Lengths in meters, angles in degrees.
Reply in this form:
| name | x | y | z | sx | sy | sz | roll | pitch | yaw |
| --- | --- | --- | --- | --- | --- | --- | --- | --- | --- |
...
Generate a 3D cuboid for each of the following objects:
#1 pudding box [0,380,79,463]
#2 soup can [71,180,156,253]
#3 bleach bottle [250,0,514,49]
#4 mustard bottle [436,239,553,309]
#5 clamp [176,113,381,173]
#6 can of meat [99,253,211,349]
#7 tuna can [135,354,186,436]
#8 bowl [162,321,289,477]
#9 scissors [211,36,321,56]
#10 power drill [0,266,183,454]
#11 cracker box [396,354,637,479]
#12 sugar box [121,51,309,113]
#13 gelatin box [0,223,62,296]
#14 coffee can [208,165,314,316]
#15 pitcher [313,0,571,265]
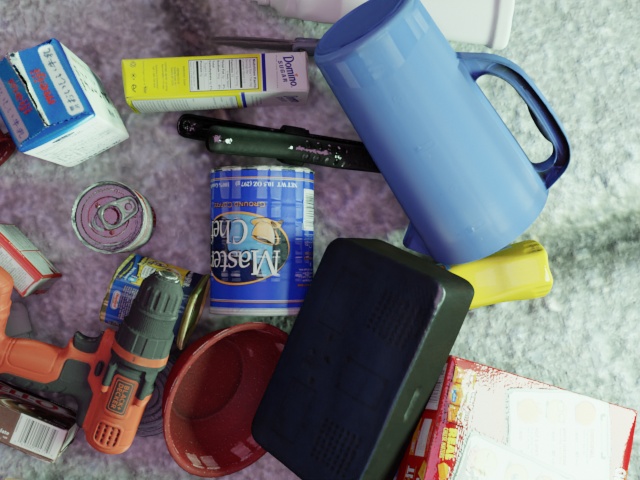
| name | x | y | z | sx | sy | sz | roll | pitch | yaw |
| --- | --- | --- | --- | --- | --- | --- | --- | --- | --- |
| pudding box | -0.294 | 0.170 | 1.034 | 0.113 | 0.090 | 0.039 | 25 | 91 | -3 |
| soup can | -0.198 | -0.021 | 1.034 | 0.068 | 0.102 | 0.068 | 0 | 89 | -2 |
| bleach bottle | 0.056 | -0.236 | 1.047 | 0.251 | 0.102 | 0.068 | 4 | 111 | -2 |
| mustard bottle | 0.124 | 0.047 | 1.047 | 0.191 | 0.096 | 0.058 | -12 | 90 | -2 |
| clamp | -0.036 | -0.095 | 1.045 | 0.209 | 0.165 | 0.036 | 6 | 100 | -25 |
| can of meat | -0.159 | 0.056 | 1.035 | 0.084 | 0.102 | 0.057 | 17 | 106 | 1 |
| tuna can | -0.175 | 0.152 | 1.066 | 0.086 | 0.034 | 0.086 | 0 | 89 | -2 |
| bowl | -0.096 | 0.145 | 1.036 | 0.161 | 0.055 | 0.162 | -17 | 118 | -35 |
| scissors | -0.003 | -0.185 | 1.079 | 0.202 | 0.096 | 0.016 | 0 | 65 | 27 |
| power drill | -0.231 | 0.087 | 0.968 | 0.187 | 0.057 | 0.184 | 22 | 104 | 0 |
| cracker box | 0.185 | 0.216 | 1.024 | 0.213 | 0.072 | 0.164 | 18 | 77 | -18 |
| sugar box | -0.100 | -0.155 | 1.045 | 0.176 | 0.093 | 0.048 | -5 | 89 | -3 |
| gelatin box | -0.294 | 0.019 | 1.037 | 0.030 | 0.089 | 0.073 | -44 | 91 | -1 |
| coffee can | -0.057 | 0.001 | 1.038 | 0.103 | 0.103 | 0.140 | 0 | 89 | -2 |
| pitcher | 0.109 | -0.111 | 0.989 | 0.149 | 0.145 | 0.242 | -46 | 115 | -22 |
